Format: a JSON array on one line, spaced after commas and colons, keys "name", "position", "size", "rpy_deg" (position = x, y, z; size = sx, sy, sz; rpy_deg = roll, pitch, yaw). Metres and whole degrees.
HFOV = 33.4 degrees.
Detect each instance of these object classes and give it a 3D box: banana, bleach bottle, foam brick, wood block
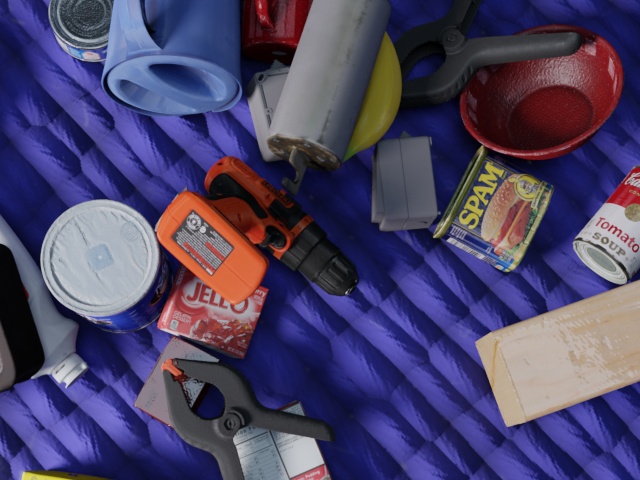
[{"name": "banana", "position": [0.046, -0.165, 1.058], "size": [0.070, 0.037, 0.198], "rpy_deg": [-3, 58, 9]}, {"name": "bleach bottle", "position": [-0.311, 0.035, 1.024], "size": [0.102, 0.068, 0.251], "rpy_deg": [-44, 86, -9]}, {"name": "foam brick", "position": [-0.135, 0.137, 1.015], "size": [0.053, 0.051, 0.078], "rpy_deg": [29, 79, 4]}, {"name": "wood block", "position": [0.266, 0.100, 1.020], "size": [0.206, 0.091, 0.090], "rpy_deg": [-18, 79, -6]}]

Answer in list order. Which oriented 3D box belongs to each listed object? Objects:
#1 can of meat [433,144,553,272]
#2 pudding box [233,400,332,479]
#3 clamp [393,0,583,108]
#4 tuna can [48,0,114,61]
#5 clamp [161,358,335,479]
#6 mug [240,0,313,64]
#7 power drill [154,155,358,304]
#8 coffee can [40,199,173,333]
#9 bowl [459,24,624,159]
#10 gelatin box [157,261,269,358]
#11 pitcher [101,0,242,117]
[{"name": "can of meat", "position": [0.173, -0.030, 1.059], "size": [0.084, 0.057, 0.102], "rpy_deg": [28, 80, 0]}, {"name": "pudding box", "position": [-0.039, 0.220, 1.010], "size": [0.090, 0.039, 0.113], "rpy_deg": [-22, 79, -6]}, {"name": "clamp", "position": [0.146, -0.192, 1.076], "size": [0.210, 0.036, 0.165], "rpy_deg": [-39, 57, 1]}, {"name": "tuna can", "position": [-0.234, -0.229, 1.092], "size": [0.086, 0.034, 0.086], "rpy_deg": [0, 79, -2]}, {"name": "clamp", "position": [-0.072, 0.163, 0.975], "size": [0.120, 0.039, 0.171], "rpy_deg": [-38, 94, -16]}, {"name": "mug", "position": [-0.040, -0.228, 1.062], "size": [0.093, 0.117, 0.081], "rpy_deg": [2, 83, 13]}, {"name": "power drill", "position": [-0.056, 0.001, 0.983], "size": [0.184, 0.187, 0.057], "rpy_deg": [40, 108, 6]}, {"name": "coffee can", "position": [-0.193, 0.028, 0.989], "size": [0.103, 0.140, 0.103], "rpy_deg": [0, 79, -3]}, {"name": "bowl", "position": [0.223, -0.136, 1.063], "size": [0.162, 0.055, 0.162], "rpy_deg": [-13, 55, 18]}, {"name": "gelatin box", "position": [-0.103, 0.065, 1.026], "size": [0.089, 0.030, 0.073], "rpy_deg": [25, 77, -23]}, {"name": "pitcher", "position": [-0.142, -0.255, 1.039], "size": [0.144, 0.149, 0.243], "rpy_deg": [10, 69, -27]}]
